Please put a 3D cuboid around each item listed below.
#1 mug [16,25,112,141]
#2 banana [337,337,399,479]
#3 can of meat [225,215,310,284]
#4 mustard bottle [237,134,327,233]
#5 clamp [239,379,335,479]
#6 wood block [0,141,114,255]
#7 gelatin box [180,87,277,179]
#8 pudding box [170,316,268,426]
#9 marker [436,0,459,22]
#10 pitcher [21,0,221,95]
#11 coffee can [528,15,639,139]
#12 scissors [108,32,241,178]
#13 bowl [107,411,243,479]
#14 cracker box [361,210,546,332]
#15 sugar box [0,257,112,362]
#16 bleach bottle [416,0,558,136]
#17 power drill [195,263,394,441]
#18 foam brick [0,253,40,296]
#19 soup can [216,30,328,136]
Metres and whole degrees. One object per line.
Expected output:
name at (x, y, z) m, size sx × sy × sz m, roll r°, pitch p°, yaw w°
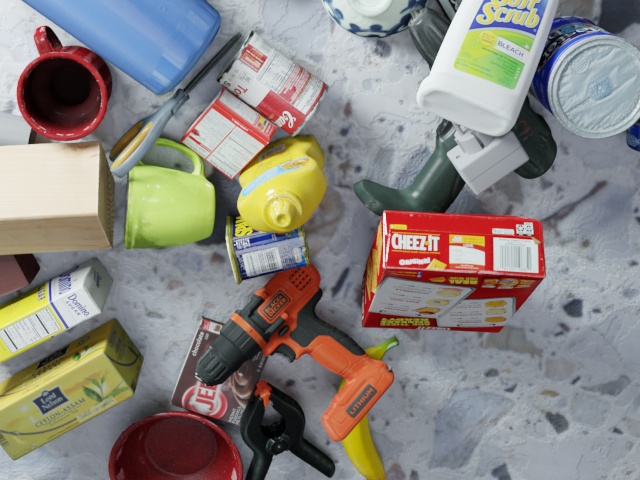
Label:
mug at (-0.270, -0.170, 1.122) m, size 0.093 × 0.081 × 0.117 m, roll -22°, pitch 109°, yaw 6°
banana at (0.053, 0.210, 1.294) m, size 0.069 × 0.037 × 0.198 m, roll 4°, pitch 110°, yaw -1°
can of meat at (-0.058, 0.001, 1.182) m, size 0.084 × 0.102 × 0.057 m, roll -12°, pitch 110°, yaw 0°
mustard bottle at (-0.040, -0.053, 1.113) m, size 0.096 × 0.191 × 0.058 m, roll -25°, pitch 109°, yaw 7°
clamp at (-0.060, 0.246, 1.284) m, size 0.120 × 0.039 × 0.171 m, roll -28°, pitch 120°, yaw -9°
wood block at (-0.332, -0.042, 1.146) m, size 0.206 × 0.091 × 0.090 m, roll -3°, pitch 154°, yaw -1°
gelatin box at (-0.100, -0.115, 1.154) m, size 0.073 × 0.030 × 0.089 m, roll 36°, pitch 141°, yaw -13°
pudding box at (-0.118, 0.156, 1.268) m, size 0.090 × 0.039 × 0.113 m, roll 19°, pitch 109°, yaw -8°
marker at (0.143, -0.242, 1.142) m, size 0.020 × 0.020 × 0.121 m, roll -30°, pitch 108°, yaw 9°
pitcher at (-0.217, -0.268, 1.073) m, size 0.242 × 0.145 × 0.149 m, roll 38°, pitch 117°, yaw -18°
coffee can at (0.272, -0.172, 1.106) m, size 0.103 × 0.140 × 0.103 m, roll -1°, pitch 110°, yaw -2°
scissors at (-0.166, -0.147, 1.160) m, size 0.016 × 0.096 × 0.201 m, roll 44°, pitch 72°, yaw -25°
bowl at (-0.172, 0.264, 1.295) m, size 0.162 × 0.055 × 0.162 m, roll 0°, pitch 113°, yaw 0°
cracker box at (0.134, 0.038, 1.149) m, size 0.164 × 0.214 × 0.072 m, roll 3°, pitch 70°, yaw -3°
sugar box at (-0.326, 0.086, 1.208) m, size 0.176 × 0.093 × 0.048 m, roll -29°, pitch 109°, yaw 8°
bleach bottle at (0.184, -0.235, 1.070) m, size 0.102 × 0.068 × 0.250 m, roll 22°, pitch 74°, yaw -3°
power drill at (-0.024, 0.140, 1.214) m, size 0.187 × 0.057 × 0.184 m, roll 44°, pitch 80°, yaw -5°
foam brick at (-0.368, 0.033, 1.209) m, size 0.078 × 0.053 × 0.051 m, roll -21°, pitch 109°, yaw 5°
soup can at (-0.051, -0.168, 1.137) m, size 0.102 × 0.068 × 0.068 m, roll 35°, pitch 105°, yaw -13°
